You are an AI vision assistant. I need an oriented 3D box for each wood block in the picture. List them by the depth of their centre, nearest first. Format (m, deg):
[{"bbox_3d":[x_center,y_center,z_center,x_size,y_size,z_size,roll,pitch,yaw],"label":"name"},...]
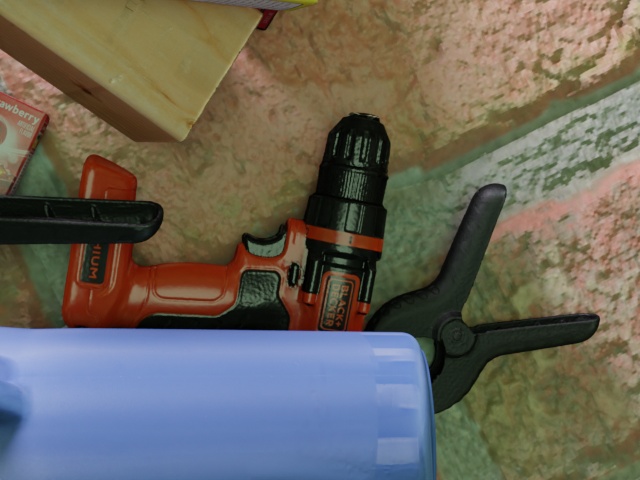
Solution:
[{"bbox_3d":[-0.148,-0.147,0.580,0.205,0.091,0.090,36,78,-26],"label":"wood block"}]

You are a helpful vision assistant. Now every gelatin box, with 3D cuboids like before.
[{"bbox_3d":[-0.217,-0.061,0.634,0.089,0.030,0.073,26,87,-9],"label":"gelatin box"}]

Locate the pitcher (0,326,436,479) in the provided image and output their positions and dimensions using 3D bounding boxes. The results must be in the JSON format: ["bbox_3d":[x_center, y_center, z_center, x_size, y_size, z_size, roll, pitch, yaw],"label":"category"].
[{"bbox_3d":[-0.064,0.112,0.581,0.243,0.149,0.145,-2,104,-1],"label":"pitcher"}]

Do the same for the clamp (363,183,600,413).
[{"bbox_3d":[0.093,0.061,0.681,0.120,0.039,0.171,44,91,-3],"label":"clamp"}]

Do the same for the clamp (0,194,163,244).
[{"bbox_3d":[-0.200,-0.015,0.588,0.210,0.036,0.164,-38,111,27],"label":"clamp"}]

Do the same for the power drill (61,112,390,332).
[{"bbox_3d":[-0.054,0.001,0.647,0.187,0.057,0.184,10,90,-9],"label":"power drill"}]
